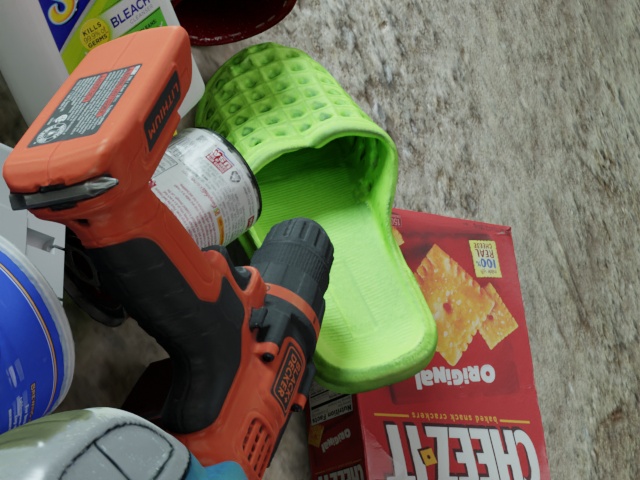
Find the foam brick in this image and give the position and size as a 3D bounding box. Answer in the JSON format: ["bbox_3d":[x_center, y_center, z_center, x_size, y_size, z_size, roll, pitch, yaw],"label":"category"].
[{"bbox_3d":[-0.063,0.095,0.584,0.053,0.078,0.051,57,34,-25],"label":"foam brick"}]

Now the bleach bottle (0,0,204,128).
[{"bbox_3d":[-0.144,-0.157,0.516,0.102,0.068,0.251,-44,131,-28],"label":"bleach bottle"}]

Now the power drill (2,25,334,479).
[{"bbox_3d":[-0.053,0.001,0.491,0.187,0.057,0.184,63,29,-32],"label":"power drill"}]

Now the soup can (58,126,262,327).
[{"bbox_3d":[-0.090,-0.010,0.574,0.102,0.069,0.068,-38,107,-32],"label":"soup can"}]

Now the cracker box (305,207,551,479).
[{"bbox_3d":[0.072,0.086,0.753,0.163,0.072,0.214,9,65,-32],"label":"cracker box"}]

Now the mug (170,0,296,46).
[{"bbox_3d":[-0.080,-0.187,0.709,0.117,0.093,0.081,-6,73,-33],"label":"mug"}]
